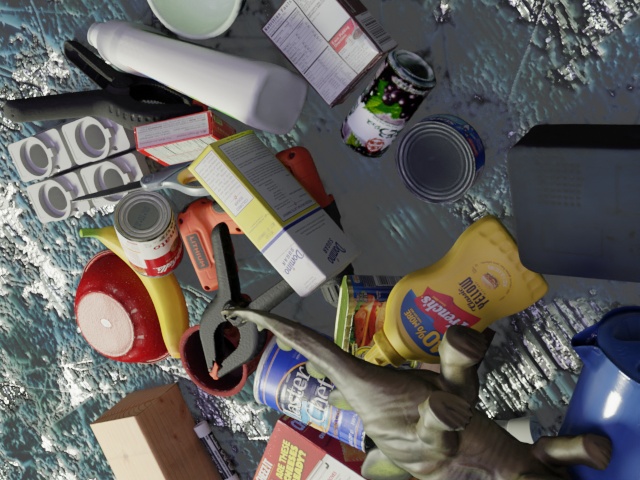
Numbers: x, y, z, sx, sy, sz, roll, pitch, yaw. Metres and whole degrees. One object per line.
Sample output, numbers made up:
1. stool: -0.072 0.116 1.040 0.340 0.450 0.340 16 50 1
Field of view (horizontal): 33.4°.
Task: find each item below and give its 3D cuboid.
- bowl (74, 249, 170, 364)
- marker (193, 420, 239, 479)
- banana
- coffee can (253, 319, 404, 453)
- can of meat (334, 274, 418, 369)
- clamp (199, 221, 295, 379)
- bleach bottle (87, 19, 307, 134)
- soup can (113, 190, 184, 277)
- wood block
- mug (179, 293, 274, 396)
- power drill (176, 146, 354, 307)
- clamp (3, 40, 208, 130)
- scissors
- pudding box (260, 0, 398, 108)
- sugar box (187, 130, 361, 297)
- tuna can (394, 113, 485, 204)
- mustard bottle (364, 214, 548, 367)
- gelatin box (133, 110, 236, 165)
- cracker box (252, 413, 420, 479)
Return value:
1. bowl: -0.256 0.095 1.347 0.162 0.055 0.162 12 117 25
2. marker: -0.126 0.289 1.381 0.020 0.020 0.121 -25 98 36
3. banana: -0.208 0.051 1.288 0.198 0.069 0.037 50 153 10
4. coffee can: 0.011 0.161 1.190 0.140 0.102 0.103 22 121 20
5. can of meat: 0.062 0.085 1.131 0.084 0.057 0.102 2 118 -9
6. clamp: -0.094 0.067 1.166 0.120 0.039 0.172 36 108 20
7. bleach bottle: -0.143 -0.185 1.139 0.251 0.102 0.068 24 97 27
8. soup can: -0.197 -0.008 1.230 0.068 0.068 0.102 32 159 14
9. wood block: -0.200 0.302 1.387 0.091 0.090 0.206 -16 103 36
10. mug: -0.103 0.113 1.249 0.093 0.081 0.117 21 121 21
11. power drill: -0.058 0.001 1.189 0.188 0.057 0.184 -15 99 32
12. clamp: -0.228 -0.155 1.170 0.210 0.164 0.036 17 130 12
13. scissors: -0.177 -0.079 1.192 0.202 0.096 0.016 -1 137 24
14. pudding box: 0.007 -0.204 1.068 0.113 0.039 0.090 50 127 4
15. sugar box: -0.045 -0.029 1.080 0.048 0.093 0.176 -42 85 29
16. tuna can: 0.119 -0.082 1.059 0.086 0.033 0.086 13 117 26
17. mustard bottle: 0.123 0.066 1.062 0.192 0.058 0.096 -38 98 11
18. gelatin box: -0.142 -0.109 1.136 0.089 0.073 0.030 -11 78 15
19. cracker box: 0.029 0.310 1.268 0.214 0.072 0.164 32 123 16
